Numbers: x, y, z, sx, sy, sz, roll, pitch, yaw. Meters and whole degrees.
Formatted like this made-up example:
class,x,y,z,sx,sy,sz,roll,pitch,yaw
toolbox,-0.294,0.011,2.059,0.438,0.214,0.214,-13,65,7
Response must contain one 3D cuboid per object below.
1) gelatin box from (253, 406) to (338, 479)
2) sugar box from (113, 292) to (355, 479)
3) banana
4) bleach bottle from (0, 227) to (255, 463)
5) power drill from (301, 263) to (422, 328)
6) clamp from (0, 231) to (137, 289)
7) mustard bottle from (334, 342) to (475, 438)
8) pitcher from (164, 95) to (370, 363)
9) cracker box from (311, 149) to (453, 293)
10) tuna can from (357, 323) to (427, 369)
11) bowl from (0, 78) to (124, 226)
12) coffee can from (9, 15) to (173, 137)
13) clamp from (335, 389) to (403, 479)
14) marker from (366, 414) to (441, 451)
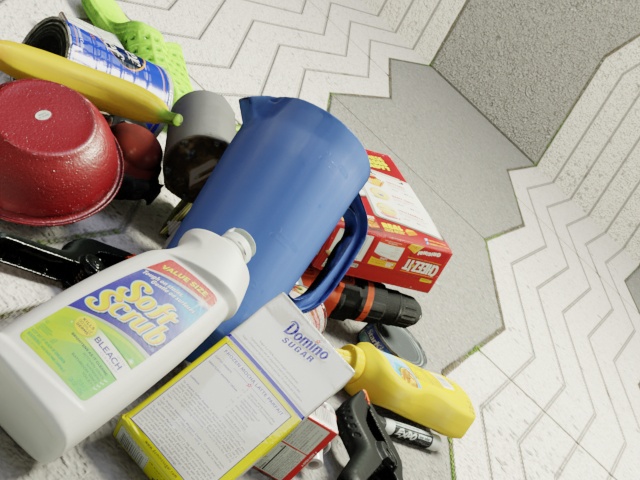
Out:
class,x,y,z,sx,sy,sz,roll,pitch,yaw
gelatin box,-0.041,0.160,0.918,0.089,0.073,0.030,35,21,-21
sugar box,-0.066,0.128,0.843,0.176,0.048,0.093,-36,79,-33
banana,-0.229,-0.153,1.028,0.197,0.037,0.070,18,-8,-16
bleach bottle,-0.140,0.054,0.805,0.102,0.068,0.250,47,47,3
power drill,0.023,0.027,1.280,0.184,0.057,0.188,18,26,-21
clamp,-0.211,0.027,0.914,0.120,0.039,0.171,48,14,-1
mustard bottle,0.079,0.156,1.168,0.191,0.058,0.096,28,10,-35
pitcher,-0.056,0.001,0.979,0.149,0.242,0.145,25,-27,12
cracker box,0.039,-0.038,1.269,0.164,0.072,0.214,13,29,-29
tuna can,0.085,0.129,1.274,0.086,0.034,0.086,37,21,-17
bowl,-0.250,-0.092,0.948,0.162,0.055,0.162,12,49,-15
coffee can,-0.242,-0.164,1.137,0.140,0.103,0.103,21,30,-45
clamp,0.048,0.210,1.013,0.164,0.036,0.210,48,13,-36
marker,0.086,0.205,1.147,0.120,0.020,0.020,26,27,-40
